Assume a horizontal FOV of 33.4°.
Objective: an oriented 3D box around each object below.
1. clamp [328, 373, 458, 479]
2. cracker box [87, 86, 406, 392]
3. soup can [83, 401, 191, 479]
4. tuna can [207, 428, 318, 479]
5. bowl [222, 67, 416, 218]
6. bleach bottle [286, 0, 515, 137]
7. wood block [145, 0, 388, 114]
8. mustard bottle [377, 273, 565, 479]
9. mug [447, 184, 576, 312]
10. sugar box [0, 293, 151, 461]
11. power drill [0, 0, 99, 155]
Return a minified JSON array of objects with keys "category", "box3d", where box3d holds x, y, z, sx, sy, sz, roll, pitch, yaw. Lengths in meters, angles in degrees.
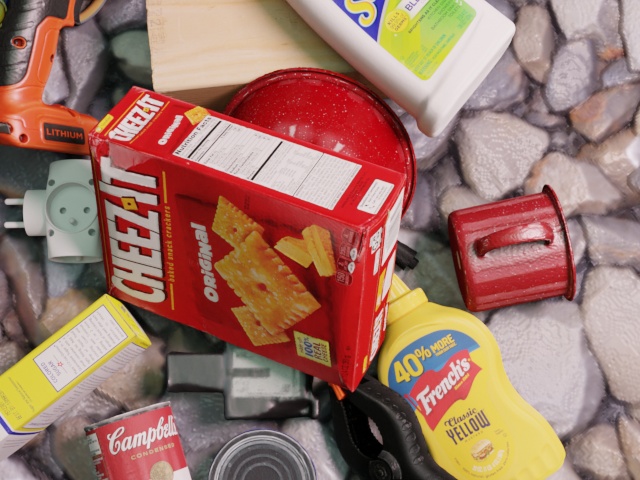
[{"category":"clamp","box3d":[0.055,0.181,0.813,0.171,0.039,0.120,53,125,23]},{"category":"cracker box","box3d":[-0.055,0.001,0.764,0.214,0.164,0.072,19,45,16]},{"category":"soup can","box3d":[-0.133,0.181,0.808,0.068,0.068,0.102,-17,82,-4]},{"category":"tuna can","box3d":[-0.044,0.188,0.822,0.086,0.034,0.086,0,76,0]},{"category":"bowl","box3d":[-0.011,-0.046,0.805,0.162,0.055,0.162,8,123,12]},{"category":"bleach bottle","box3d":[0.014,-0.190,0.781,0.251,0.068,0.102,38,83,7]},{"category":"wood block","box3d":[-0.029,-0.159,0.852,0.206,0.091,0.090,-6,82,-2]},{"category":"mustard bottle","box3d":[0.100,0.111,0.826,0.096,0.058,0.192,-34,81,15]},{"category":"mug","box3d":[0.145,0.008,0.819,0.081,0.117,0.093,-11,80,2]},{"category":"sugar box","box3d":[-0.213,0.113,0.805,0.176,0.093,0.048,-36,83,-7]},{"category":"power drill","box3d":[-0.198,-0.162,0.835,0.057,0.184,0.188,10,95,37]}]
